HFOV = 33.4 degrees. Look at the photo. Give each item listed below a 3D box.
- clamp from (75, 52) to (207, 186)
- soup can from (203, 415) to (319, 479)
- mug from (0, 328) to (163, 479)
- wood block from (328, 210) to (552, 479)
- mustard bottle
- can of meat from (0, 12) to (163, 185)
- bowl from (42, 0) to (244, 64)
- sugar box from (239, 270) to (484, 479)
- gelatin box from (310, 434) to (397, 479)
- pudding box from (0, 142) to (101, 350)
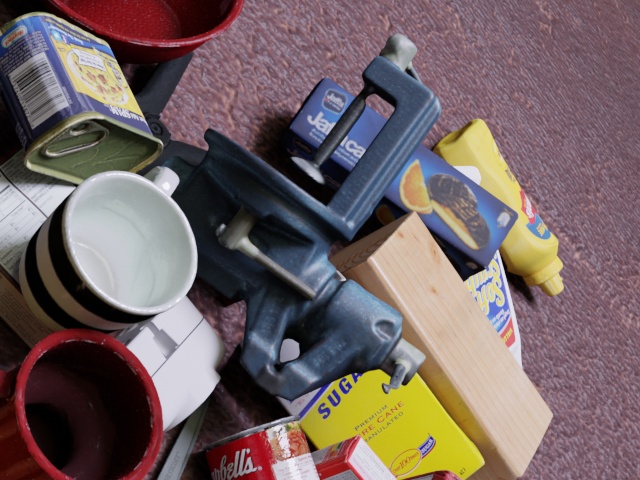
[{"bbox_3d":[-0.129,-0.084,0.774,0.171,0.039,0.120,-12,72,-50],"label":"clamp"},{"bbox_3d":[-0.030,0.174,0.698,0.068,0.069,0.102,-4,71,-49],"label":"soup can"},{"bbox_3d":[-0.158,0.101,0.590,0.117,0.082,0.093,30,47,-33],"label":"mug"},{"bbox_3d":[0.084,0.095,0.855,0.206,0.091,0.090,55,39,-7],"label":"wood block"},{"bbox_3d":[0.186,-0.027,1.068,0.191,0.058,0.096,57,18,-6],"label":"mustard bottle"},{"bbox_3d":[-0.155,-0.087,0.667,0.084,0.057,0.102,62,15,16],"label":"can of meat"},{"bbox_3d":[-0.140,-0.181,0.783,0.162,0.055,0.162,12,49,-15],"label":"bowl"},{"bbox_3d":[0.030,0.118,0.777,0.176,0.093,0.048,52,-1,-12],"label":"sugar box"},{"bbox_3d":[0.024,0.184,0.745,0.089,0.073,0.030,50,40,-13],"label":"gelatin box"},{"bbox_3d":[-0.177,0.004,0.665,0.113,0.039,0.090,49,41,-11],"label":"pudding box"}]
